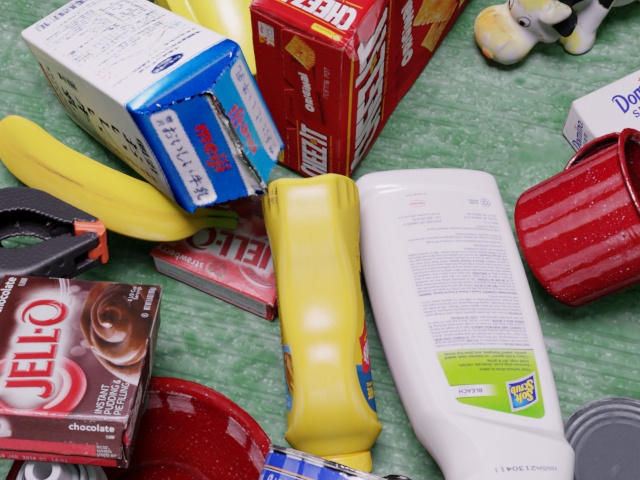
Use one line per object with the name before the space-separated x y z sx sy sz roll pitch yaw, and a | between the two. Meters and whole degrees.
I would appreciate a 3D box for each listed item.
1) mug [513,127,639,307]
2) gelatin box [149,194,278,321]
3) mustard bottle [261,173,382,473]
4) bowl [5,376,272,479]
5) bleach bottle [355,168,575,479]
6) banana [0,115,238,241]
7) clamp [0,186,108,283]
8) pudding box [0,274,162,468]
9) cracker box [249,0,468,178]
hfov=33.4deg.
mug | 0.174 -0.019 0.660 0.082 0.093 0.117 -29 41 34
gelatin box | -0.054 0.001 0.695 0.089 0.030 0.073 23 66 10
mustard bottle | 0.002 0.061 0.624 0.058 0.096 0.191 -5 85 0
bowl | -0.096 0.161 0.602 0.162 0.055 0.162 0 64 0
bleach bottle | 0.080 0.072 0.615 0.102 0.068 0.251 -3 52 -7
banana | -0.150 -0.038 0.681 0.198 0.069 0.037 25 99 23
clamp | -0.215 -0.006 0.633 0.171 0.039 0.120 -5 55 -14
pudding box | -0.134 0.065 0.555 0.090 0.039 0.113 5 31 -1
cracker box | 0.041 -0.162 0.702 0.072 0.164 0.213 27 66 14
